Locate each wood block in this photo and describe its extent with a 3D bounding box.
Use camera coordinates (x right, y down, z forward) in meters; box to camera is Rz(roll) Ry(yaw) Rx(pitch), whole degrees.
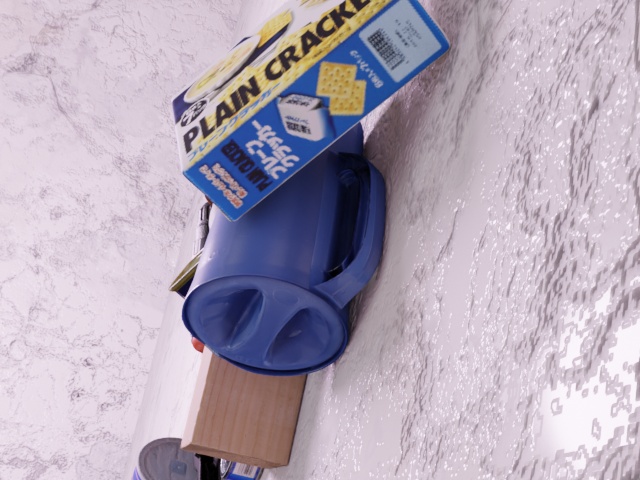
[{"bbox_3d":[-0.061,0.101,0.998,0.091,0.090,0.206,134,149,-71],"label":"wood block"}]

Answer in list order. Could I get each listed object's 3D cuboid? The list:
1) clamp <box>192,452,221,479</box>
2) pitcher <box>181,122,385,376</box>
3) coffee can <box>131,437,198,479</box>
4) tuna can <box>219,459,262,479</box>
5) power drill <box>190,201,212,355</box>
[{"bbox_3d":[-0.128,0.248,1.233,0.210,0.036,0.164,-153,71,-76],"label":"clamp"},{"bbox_3d":[-0.020,-0.019,0.906,0.145,0.149,0.242,95,-175,-50],"label":"pitcher"},{"bbox_3d":[-0.190,0.327,1.309,0.103,0.102,0.140,-93,21,-60],"label":"coffee can"},{"bbox_3d":[-0.074,0.201,1.075,0.086,0.033,0.086,-165,90,-79],"label":"tuna can"},{"bbox_3d":[-0.122,0.067,1.269,0.187,0.057,0.184,85,-175,-65],"label":"power drill"}]
